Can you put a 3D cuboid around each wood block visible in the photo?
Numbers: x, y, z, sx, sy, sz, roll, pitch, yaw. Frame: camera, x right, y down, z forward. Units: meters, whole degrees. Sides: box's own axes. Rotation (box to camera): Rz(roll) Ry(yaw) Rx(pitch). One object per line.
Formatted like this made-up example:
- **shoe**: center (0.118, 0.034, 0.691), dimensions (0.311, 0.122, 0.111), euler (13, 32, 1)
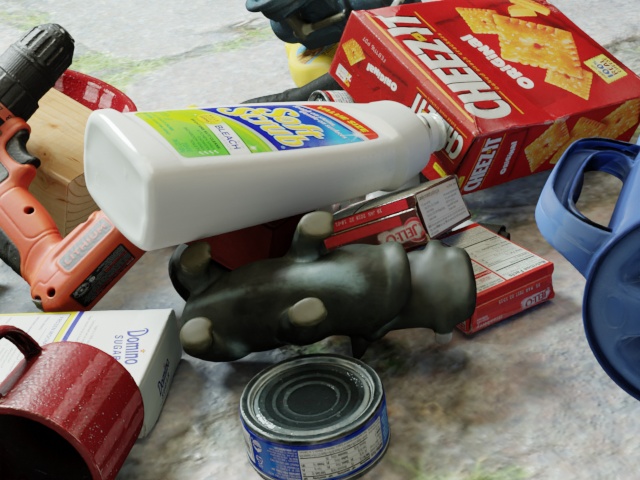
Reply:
- **wood block**: center (-0.258, -0.079, 0.879), dimensions (0.206, 0.091, 0.090), euler (29, 41, 17)

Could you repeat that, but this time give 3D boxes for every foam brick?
- **foam brick**: center (-0.050, -0.013, 0.750), dimensions (0.078, 0.051, 0.052), euler (27, 37, 26)

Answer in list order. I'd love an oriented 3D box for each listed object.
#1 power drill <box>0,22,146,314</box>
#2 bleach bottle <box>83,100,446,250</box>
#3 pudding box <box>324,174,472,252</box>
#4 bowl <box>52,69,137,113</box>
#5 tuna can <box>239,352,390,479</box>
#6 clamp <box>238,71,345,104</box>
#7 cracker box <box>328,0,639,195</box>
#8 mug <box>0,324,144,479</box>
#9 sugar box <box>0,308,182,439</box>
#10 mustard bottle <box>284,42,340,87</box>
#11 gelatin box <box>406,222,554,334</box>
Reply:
- **power drill**: center (-0.201, -0.048, 0.766), dimensions (0.188, 0.057, 0.184), euler (39, 83, 19)
- **bleach bottle**: center (-0.024, -0.059, 0.721), dimensions (0.250, 0.068, 0.103), euler (-13, 39, -33)
- **pudding box**: center (0.047, -0.011, 0.745), dimensions (0.090, 0.039, 0.113), euler (-17, 5, 24)
- **bowl**: center (-0.261, -0.117, 1.027), dimensions (0.162, 0.055, 0.162), euler (14, 26, -7)
- **tuna can**: center (-0.004, 0.102, 0.617), dimensions (0.086, 0.034, 0.086), euler (-6, 29, 3)
- **clamp**: center (-0.011, -0.120, 0.989), dimensions (0.172, 0.039, 0.120), euler (-12, -15, 32)
- **cracker box**: center (0.142, -0.130, 0.872), dimensions (0.213, 0.072, 0.164), euler (-15, 52, -35)
- **mug**: center (-0.153, 0.098, 0.584), dimensions (0.093, 0.117, 0.081), euler (-24, 18, 22)
- **sugar box**: center (-0.185, 0.086, 0.684), dimensions (0.176, 0.048, 0.093), euler (0, 28, 8)
- **mustard bottle**: center (0.022, -0.184, 1.103), dimensions (0.096, 0.058, 0.192), euler (-35, 37, -21)
- **gelatin box**: center (0.105, 0.025, 0.734), dimensions (0.073, 0.030, 0.089), euler (-20, 30, -24)
